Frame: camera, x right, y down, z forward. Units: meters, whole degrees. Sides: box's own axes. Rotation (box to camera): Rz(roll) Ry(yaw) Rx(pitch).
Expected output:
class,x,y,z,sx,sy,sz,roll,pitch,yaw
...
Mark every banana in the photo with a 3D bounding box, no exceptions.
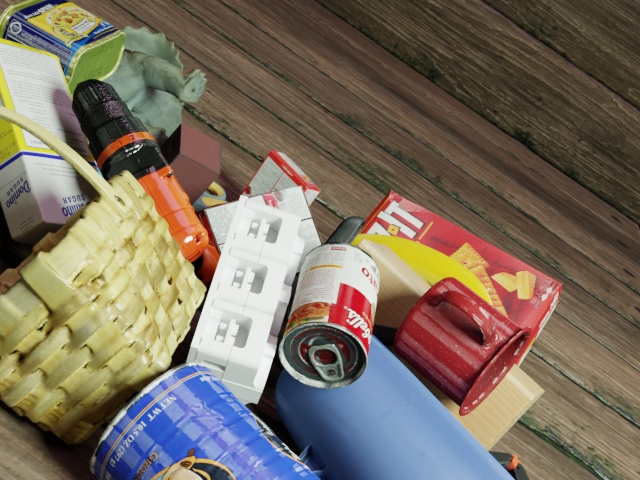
class,x,y,z,sx,sy,sz,roll,pitch,yaw
banana,0.097,0.036,1.054,0.198,0.037,0.069,32,61,20

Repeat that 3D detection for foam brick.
class,x,y,z,sx,sy,sz,roll,pitch,yaw
foam brick,-0.147,-0.074,1.125,0.051,0.078,0.053,29,34,-26

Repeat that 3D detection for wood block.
class,x,y,z,sx,sy,sz,roll,pitch,yaw
wood block,0.095,0.102,0.984,0.206,0.091,0.090,44,9,16

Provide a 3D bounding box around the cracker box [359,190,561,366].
class,x,y,z,sx,sy,sz,roll,pitch,yaw
cracker box,0.117,0.063,1.104,0.214,0.072,0.164,30,57,17

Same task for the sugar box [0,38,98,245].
class,x,y,z,sx,sy,sz,roll,pitch,yaw
sugar box,-0.240,-0.081,0.903,0.093,0.048,0.176,7,61,-60

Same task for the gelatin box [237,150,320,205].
class,x,y,z,sx,sy,sz,roll,pitch,yaw
gelatin box,-0.052,-0.048,1.240,0.073,0.089,0.030,47,21,31

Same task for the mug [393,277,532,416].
class,x,y,z,sx,sy,sz,roll,pitch,yaw
mug,0.114,0.079,0.876,0.081,0.093,0.117,39,-20,21

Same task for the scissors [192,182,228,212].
class,x,y,z,sx,sy,sz,roll,pitch,yaw
scissors,-0.166,-0.060,1.192,0.201,0.016,0.096,22,23,-34

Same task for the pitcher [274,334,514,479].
class,x,y,z,sx,sy,sz,roll,pitch,yaw
pitcher,0.053,0.181,0.827,0.149,0.145,0.243,33,11,-45

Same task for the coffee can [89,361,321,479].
class,x,y,z,sx,sy,sz,roll,pitch,yaw
coffee can,-0.065,0.162,0.690,0.140,0.103,0.102,41,20,19

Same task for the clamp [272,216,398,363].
class,x,y,z,sx,sy,sz,roll,pitch,yaw
clamp,-0.008,0.068,0.948,0.120,0.171,0.039,61,7,17

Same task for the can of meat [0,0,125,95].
class,x,y,z,sx,sy,sz,roll,pitch,yaw
can of meat,-0.244,-0.186,1.009,0.084,0.057,0.102,29,31,7

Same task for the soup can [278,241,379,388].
class,x,y,z,sx,sy,sz,roll,pitch,yaw
soup can,0.009,0.057,0.842,0.068,0.069,0.102,30,37,-13

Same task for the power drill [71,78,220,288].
class,x,y,z,sx,sy,sz,roll,pitch,yaw
power drill,-0.148,-0.036,0.937,0.184,0.057,0.187,58,-6,19

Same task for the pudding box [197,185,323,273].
class,x,y,z,sx,sy,sz,roll,pitch,yaw
pudding box,-0.057,0.001,1.050,0.113,0.039,0.090,-17,83,-25
